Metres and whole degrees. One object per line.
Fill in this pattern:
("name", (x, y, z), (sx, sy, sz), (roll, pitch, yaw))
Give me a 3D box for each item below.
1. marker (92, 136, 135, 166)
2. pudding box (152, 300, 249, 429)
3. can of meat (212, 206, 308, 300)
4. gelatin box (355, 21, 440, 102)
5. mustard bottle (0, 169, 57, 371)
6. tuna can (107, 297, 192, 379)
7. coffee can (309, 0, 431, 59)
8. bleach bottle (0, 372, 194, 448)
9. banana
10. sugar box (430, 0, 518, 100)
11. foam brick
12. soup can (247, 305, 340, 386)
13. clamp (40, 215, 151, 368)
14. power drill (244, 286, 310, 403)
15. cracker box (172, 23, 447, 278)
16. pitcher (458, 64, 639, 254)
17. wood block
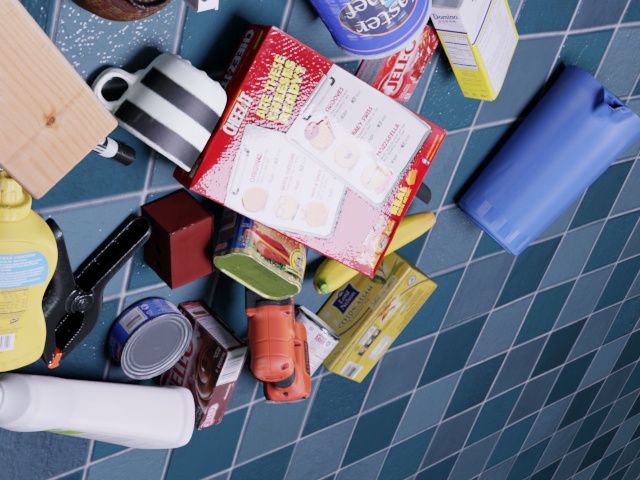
("marker", (-0.202, -0.089, 0.922), (0.020, 0.020, 0.121), (-54, 147, 8))
("pudding box", (-0.132, 0.136, 1.173), (0.039, 0.090, 0.114), (-7, 129, -48))
("can of meat", (-0.057, 0.001, 1.076), (0.102, 0.058, 0.084), (35, 52, -36))
("gelatin box", (0.083, -0.195, 1.140), (0.073, 0.030, 0.089), (2, 122, -51))
("mustard bottle", (-0.276, 0.025, 0.912), (0.096, 0.058, 0.192), (-1, 126, -27))
("tuna can", (-0.181, 0.103, 1.128), (0.086, 0.034, 0.086), (-27, 139, -26))
("coffee can", (0.031, -0.243, 0.960), (0.103, 0.103, 0.140), (-47, 148, -2))
("bleach bottle", (-0.242, 0.168, 1.072), (0.250, 0.103, 0.068), (23, 63, -55))
("banana", (0.056, 0.018, 1.300), (0.197, 0.070, 0.037), (-34, 116, -30))
("sugar box", (0.167, -0.237, 1.157), (0.176, 0.048, 0.093), (50, 57, -55))
("foam brick", (-0.141, -0.001, 1.055), (0.051, 0.053, 0.078), (-27, 141, -30))
("soup can", (-0.032, 0.139, 1.316), (0.102, 0.069, 0.068), (-51, 148, 2))
("clamp", (-0.226, 0.044, 1.015), (0.120, 0.039, 0.172), (-7, 133, -40))
("power drill", (-0.049, 0.090, 1.188), (0.057, 0.184, 0.187), (-4, 152, 5))
("cracker box", (-0.008, -0.083, 1.011), (0.213, 0.072, 0.164), (26, 91, -27))
("pitcher", (0.300, -0.102, 1.421), (0.243, 0.145, 0.149), (-48, 136, 6))
("wood block", (-0.245, -0.131, 0.761), (0.090, 0.090, 0.206), (-45, 147, -8))
